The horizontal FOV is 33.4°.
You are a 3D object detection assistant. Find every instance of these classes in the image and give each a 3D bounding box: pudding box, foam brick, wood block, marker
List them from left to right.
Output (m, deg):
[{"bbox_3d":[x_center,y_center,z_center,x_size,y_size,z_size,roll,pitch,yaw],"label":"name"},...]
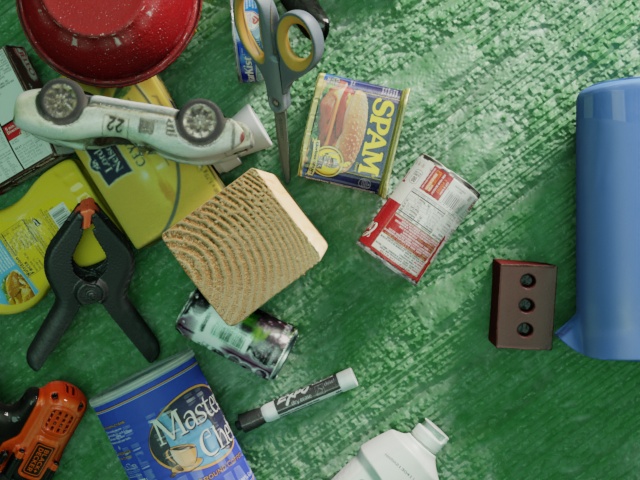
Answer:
[{"bbox_3d":[-0.291,-0.110,0.982,0.090,0.039,0.113,-26,89,19],"label":"pudding box"},{"bbox_3d":[-0.056,0.002,0.901,0.091,0.206,0.090,-37,90,3],"label":"wood block"},{"bbox_3d":[-0.024,0.151,0.999,0.121,0.020,0.020,-23,91,3],"label":"marker"},{"bbox_3d":[0.183,0.057,0.971,0.053,0.051,0.078,2,92,2],"label":"foam brick"}]

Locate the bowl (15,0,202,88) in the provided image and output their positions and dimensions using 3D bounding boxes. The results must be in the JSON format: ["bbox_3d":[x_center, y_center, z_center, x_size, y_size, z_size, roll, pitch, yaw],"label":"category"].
[{"bbox_3d":[-0.181,-0.209,0.881,0.162,0.055,0.162,0,93,3],"label":"bowl"}]

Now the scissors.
[{"bbox_3d":[-0.023,-0.124,0.910,0.016,0.096,0.201,-44,131,-33],"label":"scissors"}]

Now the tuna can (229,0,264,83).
[{"bbox_3d":[-0.060,-0.185,0.956,0.034,0.086,0.086,-5,92,0],"label":"tuna can"}]

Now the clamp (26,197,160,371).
[{"bbox_3d":[-0.216,0.047,0.957,0.120,0.039,0.171,-14,116,-14],"label":"clamp"}]

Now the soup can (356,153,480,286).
[{"bbox_3d":[0.089,-0.019,0.964,0.068,0.068,0.102,36,92,1],"label":"soup can"}]

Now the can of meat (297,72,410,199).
[{"bbox_3d":[0.030,-0.096,0.970,0.084,0.057,0.102,13,93,4],"label":"can of meat"}]

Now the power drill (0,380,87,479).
[{"bbox_3d":[-0.329,0.184,0.964,0.187,0.057,0.184,27,99,-26],"label":"power drill"}]

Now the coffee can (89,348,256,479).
[{"bbox_3d":[-0.131,0.182,0.962,0.103,0.103,0.140,-26,91,3],"label":"coffee can"}]

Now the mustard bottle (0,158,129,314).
[{"bbox_3d":[-0.279,0.013,0.984,0.191,0.058,0.096,-33,98,3],"label":"mustard bottle"}]

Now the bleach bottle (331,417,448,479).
[{"bbox_3d":[0.032,0.272,0.980,0.102,0.068,0.251,41,91,0],"label":"bleach bottle"}]
